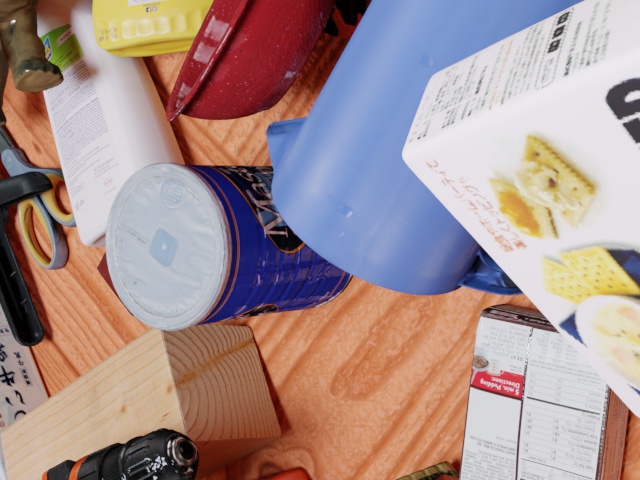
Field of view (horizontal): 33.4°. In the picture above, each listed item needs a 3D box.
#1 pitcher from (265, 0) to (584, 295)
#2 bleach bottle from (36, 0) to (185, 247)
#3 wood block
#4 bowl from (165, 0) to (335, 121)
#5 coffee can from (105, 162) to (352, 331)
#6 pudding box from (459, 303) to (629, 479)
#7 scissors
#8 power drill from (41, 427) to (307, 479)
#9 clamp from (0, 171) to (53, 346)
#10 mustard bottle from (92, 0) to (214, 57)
[{"bbox_3d":[0.087,-0.092,0.584,0.243,0.149,0.145,-62,33,30],"label":"pitcher"},{"bbox_3d":[-0.174,-0.127,0.834,0.103,0.067,0.251,-28,74,36],"label":"bleach bottle"},{"bbox_3d":[-0.140,0.145,0.799,0.206,0.090,0.090,-34,62,33],"label":"wood block"},{"bbox_3d":[-0.035,-0.133,0.653,0.055,0.162,0.162,27,117,-15],"label":"bowl"},{"bbox_3d":[-0.055,0.001,0.702,0.103,0.140,0.103,2,94,37],"label":"coffee can"},{"bbox_3d":[0.133,0.101,0.631,0.090,0.039,0.113,11,101,36],"label":"pudding box"},{"bbox_3d":[-0.253,-0.073,0.923,0.096,0.016,0.202,-33,74,37],"label":"scissors"},{"bbox_3d":[-0.094,0.176,0.711,0.185,0.187,0.057,-30,55,36],"label":"power drill"},{"bbox_3d":[-0.291,-0.014,0.934,0.210,0.036,0.165,31,123,42],"label":"clamp"},{"bbox_3d":[-0.124,-0.236,0.783,0.096,0.058,0.191,-6,88,8],"label":"mustard bottle"}]
